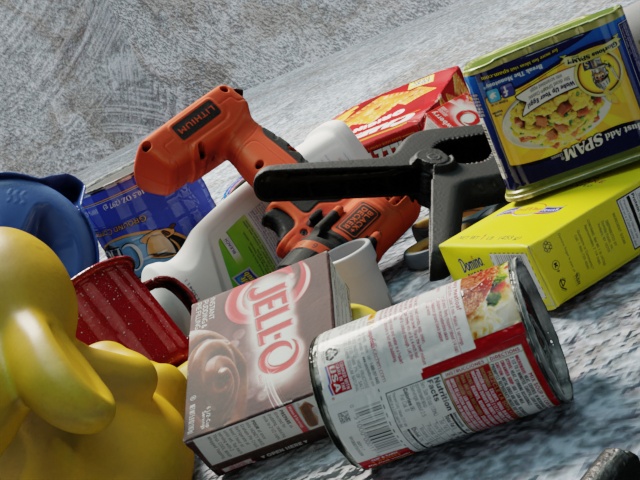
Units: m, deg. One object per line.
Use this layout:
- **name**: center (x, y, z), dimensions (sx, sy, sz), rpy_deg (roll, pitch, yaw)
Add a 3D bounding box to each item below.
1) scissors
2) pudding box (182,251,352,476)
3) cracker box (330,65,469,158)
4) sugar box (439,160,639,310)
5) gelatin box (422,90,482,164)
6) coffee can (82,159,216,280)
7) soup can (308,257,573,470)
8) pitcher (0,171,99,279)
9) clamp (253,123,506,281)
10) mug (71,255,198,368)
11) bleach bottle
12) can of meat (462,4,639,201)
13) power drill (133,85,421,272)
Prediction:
- **scissors**: center (0.138, -0.017, 0.741), dimensions (0.202, 0.016, 0.096), rpy_deg (-14, 19, 43)
- **pudding box**: center (-0.027, 0.066, 0.589), dimensions (0.090, 0.039, 0.113), rpy_deg (-23, 37, 13)
- **cracker box**: center (0.061, -0.095, 1.078), dimensions (0.164, 0.072, 0.213), rpy_deg (-20, 14, 25)
- **sugar box**: center (0.167, -0.020, 0.628), dimensions (0.176, 0.048, 0.093), rpy_deg (-32, 14, -22)
- **gelatin box**: center (0.138, -0.082, 0.857), dimensions (0.073, 0.089, 0.030), rpy_deg (-29, -31, -23)
- **coffee can**: center (-0.128, 0.002, 0.891), dimensions (0.103, 0.140, 0.103), rpy_deg (-24, 12, 5)
- **soup can**: center (0.054, 0.057, 0.484), dimensions (0.102, 0.068, 0.068), rpy_deg (-22, 13, 17)
- **pitcher**: center (-0.250, 0.049, 0.866), dimensions (0.149, 0.145, 0.243), rpy_deg (-10, -12, -12)
- **clamp**: center (0.082, -0.037, 0.740), dimensions (0.209, 0.036, 0.165), rpy_deg (-21, 38, -35)
- **mug**: center (-0.130, 0.066, 0.719), dimensions (0.117, 0.081, 0.093), rpy_deg (-31, -16, -39)
- **bleach bottle**: center (-0.056, 0.001, 0.841), dimensions (0.250, 0.102, 0.068), rpy_deg (-34, 0, -34)
- **can of meat**: center (0.142, -0.081, 0.624), dimensions (0.102, 0.084, 0.057), rpy_deg (-20, 11, 17)
- **power drill**: center (-0.045, -0.021, 0.780), dimensions (0.184, 0.188, 0.057), rpy_deg (-42, -20, -35)
